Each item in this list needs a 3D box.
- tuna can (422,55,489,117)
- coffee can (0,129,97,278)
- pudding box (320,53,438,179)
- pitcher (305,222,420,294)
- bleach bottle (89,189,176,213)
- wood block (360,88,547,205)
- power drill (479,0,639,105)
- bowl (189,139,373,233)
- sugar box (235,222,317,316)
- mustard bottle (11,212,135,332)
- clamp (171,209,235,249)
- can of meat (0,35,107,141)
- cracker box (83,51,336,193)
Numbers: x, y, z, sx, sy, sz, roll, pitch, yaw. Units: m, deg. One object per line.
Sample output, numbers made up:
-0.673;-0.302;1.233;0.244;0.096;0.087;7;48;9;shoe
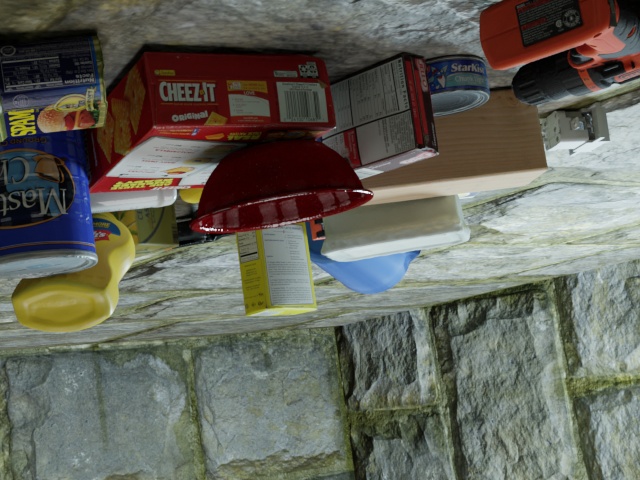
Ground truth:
0.115;-0.143;1.000;0.086;0.034;0.086;-8;171;-1;tuna can
-0.258;-0.043;0.955;0.103;0.140;0.103;-8;171;-1;coffee can
0.050;-0.110;0.974;0.114;0.090;0.039;-15;167;39;pudding box
0.034;-0.002;1.543;0.149;0.145;0.242;-44;161;6;pitcher
-0.276;-0.049;1.064;0.250;0.068;0.103;-10;-177;-16;bleach bottle
0.119;-0.096;1.117;0.206;0.091;0.090;-7;172;-6;wood block
0.210;-0.164;0.889;0.185;0.057;0.187;-19;169;37;power drill
-0.037;-0.049;0.922;0.162;0.055;0.162;-10;173;-1;bowl
-0.059;0.002;1.297;0.048;0.176;0.093;-17;167;37;sugar box
-0.240;0.020;1.084;0.096;0.058;0.191;-7;-153;7;mustard bottle
-0.157;-0.017;1.539;0.164;0.036;0.210;0;170;-38;clamp
-0.209;-0.116;0.815;0.083;0.057;0.102;-9;172;-15;can of meat
-0.108;-0.101;0.949;0.163;0.072;0.214;-4;171;-27;cracker box
